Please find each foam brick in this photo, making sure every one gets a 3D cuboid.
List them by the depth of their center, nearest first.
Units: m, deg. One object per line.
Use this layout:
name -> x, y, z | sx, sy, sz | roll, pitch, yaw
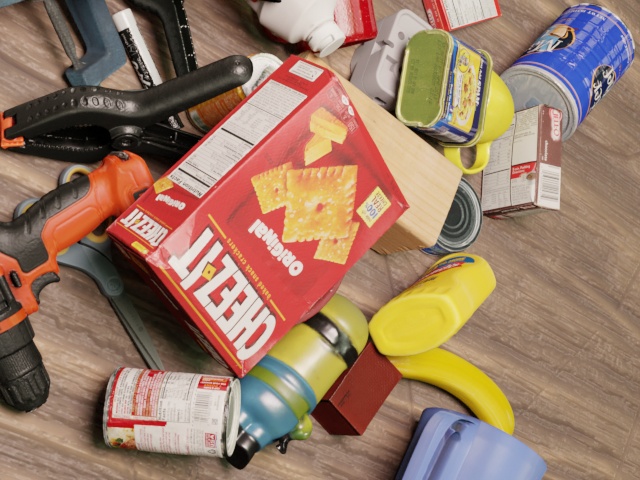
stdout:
foam brick -> 0.030, 0.142, 1.028 | 0.053, 0.051, 0.078 | 49, 60, -18

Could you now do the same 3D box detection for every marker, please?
marker -> -0.154, -0.149, 0.960 | 0.020, 0.020, 0.121 | -30, 101, -33

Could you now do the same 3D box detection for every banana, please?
banana -> 0.141, 0.153, 1.103 | 0.197, 0.037, 0.069 | 39, 40, -21

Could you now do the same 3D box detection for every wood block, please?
wood block -> 0.025, -0.078, 1.030 | 0.205, 0.091, 0.090 | 34, 67, -26

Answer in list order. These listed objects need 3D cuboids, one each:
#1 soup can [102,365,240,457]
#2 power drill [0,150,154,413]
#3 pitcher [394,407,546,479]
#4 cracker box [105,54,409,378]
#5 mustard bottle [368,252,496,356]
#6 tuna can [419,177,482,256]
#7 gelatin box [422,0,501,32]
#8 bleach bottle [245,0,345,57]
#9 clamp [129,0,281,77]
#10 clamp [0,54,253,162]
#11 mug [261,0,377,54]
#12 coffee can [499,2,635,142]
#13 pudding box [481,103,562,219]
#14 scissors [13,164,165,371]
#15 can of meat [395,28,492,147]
soup can -> -0.122, 0.142, 0.887 | 0.102, 0.068, 0.068 | 4, 79, 5
power drill -> -0.207, 0.023, 0.862 | 0.187, 0.057, 0.184 | -28, 108, -22
pitcher -> 0.106, 0.286, 1.015 | 0.149, 0.145, 0.242 | 32, 69, -8
cracker box -> -0.042, -0.018, 0.873 | 0.213, 0.072, 0.164 | -45, 133, -14
mustard bottle -> 0.124, 0.055, 1.067 | 0.058, 0.096, 0.191 | 63, 29, -2
tuna can -> 0.130, -0.027, 1.128 | 0.085, 0.034, 0.086 | 5, 81, -34
gelatin box -> 0.152, -0.271, 1.176 | 0.089, 0.030, 0.073 | -23, 98, -34
bleach bottle -> -0.056, -0.277, 0.952 | 0.067, 0.103, 0.251 | -29, 82, -46
clamp -> -0.130, -0.214, 0.942 | 0.171, 0.039, 0.120 | 37, 93, 15
clamp -> -0.159, -0.094, 0.900 | 0.210, 0.164, 0.036 | -8, 66, -6
mug -> -0.002, -0.226, 1.039 | 0.117, 0.093, 0.081 | -12, 97, -4
coffee can -> 0.276, -0.188, 1.206 | 0.140, 0.103, 0.102 | -45, 109, -30
pudding box -> 0.218, -0.084, 1.161 | 0.039, 0.090, 0.113 | 12, 78, -31
scissors -> -0.198, 0.036, 0.910 | 0.096, 0.016, 0.202 | -16, 93, -33
can of meat -> 0.122, -0.150, 1.053 | 0.083, 0.058, 0.102 | 13, 84, -53
